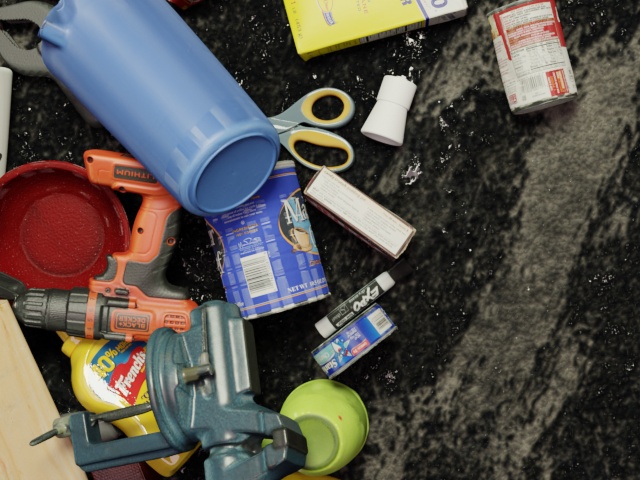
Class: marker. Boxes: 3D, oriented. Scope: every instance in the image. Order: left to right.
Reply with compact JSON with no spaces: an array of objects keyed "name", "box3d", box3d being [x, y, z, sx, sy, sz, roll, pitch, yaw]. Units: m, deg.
[{"name":"marker","box3d":[0.047,0.057,1.096,0.121,0.020,0.020,-38,87,5]}]

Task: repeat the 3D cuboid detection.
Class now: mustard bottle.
[{"name":"mustard bottle","box3d":[-0.196,0.146,1.093,0.191,0.058,0.096,39,56,6]}]

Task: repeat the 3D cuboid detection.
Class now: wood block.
[{"name":"wood block","box3d":[-0.324,0.170,1.063,0.090,0.091,0.206,-30,107,-37]}]

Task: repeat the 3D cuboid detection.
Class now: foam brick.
[{"name":"foam brick","box3d":[-0.201,0.246,1.109,0.053,0.051,0.078,-22,89,5]}]

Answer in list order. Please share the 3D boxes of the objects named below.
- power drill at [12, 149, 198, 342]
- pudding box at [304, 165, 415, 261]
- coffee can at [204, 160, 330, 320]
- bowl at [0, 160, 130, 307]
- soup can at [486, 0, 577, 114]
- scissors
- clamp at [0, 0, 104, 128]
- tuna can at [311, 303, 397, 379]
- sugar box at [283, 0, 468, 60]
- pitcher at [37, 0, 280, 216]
[{"name":"power drill","box3d":[-0.204,0.008,1.052,0.184,0.057,0.188,6,100,-8]},{"name":"pudding box","box3d":[0.038,-0.025,1.060,0.113,0.090,0.039,33,89,3]},{"name":"coffee can","box3d":[-0.057,0.001,1.065,0.103,0.102,0.140,-16,89,6]},{"name":"bowl","box3d":[-0.273,-0.003,1.106,0.162,0.055,0.162,0,96,-1]},{"name":"soup can","box3d":[0.209,-0.182,1.051,0.068,0.068,0.102,-14,90,6]},{"name":"scissors","box3d":[-0.052,-0.134,1.106,0.202,0.016,0.096,24,92,6]},{"name":"clamp","box3d":[-0.277,-0.191,1.119,0.171,0.039,0.120,15,85,4]},{"name":"tuna can","box3d":[0.033,0.100,1.065,0.086,0.086,0.034,-38,85,5]},{"name":"sugar box","box3d":[0.052,-0.251,1.078,0.176,0.048,0.093,-15,89,7]},{"name":"pitcher","box3d":[-0.139,-0.136,1.001,0.149,0.145,0.243,-34,61,-15]}]
